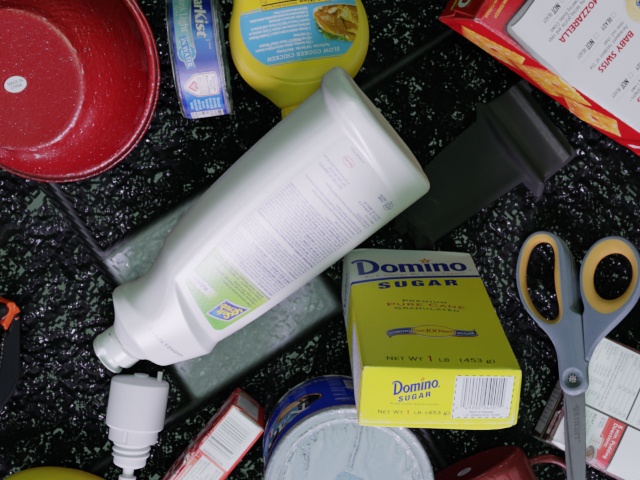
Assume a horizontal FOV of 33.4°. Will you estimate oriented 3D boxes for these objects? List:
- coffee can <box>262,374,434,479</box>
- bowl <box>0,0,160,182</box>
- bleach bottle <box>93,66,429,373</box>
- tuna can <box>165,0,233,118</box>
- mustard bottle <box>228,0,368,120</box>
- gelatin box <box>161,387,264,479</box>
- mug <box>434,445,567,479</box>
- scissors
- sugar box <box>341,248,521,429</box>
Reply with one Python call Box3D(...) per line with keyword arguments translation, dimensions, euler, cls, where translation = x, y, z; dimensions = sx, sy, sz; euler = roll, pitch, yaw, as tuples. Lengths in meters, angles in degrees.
Box3D(translation=(0.013, 0.148, 0.698), dimensions=(0.102, 0.140, 0.103), euler=(0, 91, -3), cls="coffee can")
Box3D(translation=(-0.190, -0.110, 0.702), dimensions=(0.162, 0.055, 0.162), euler=(2, 109, 7), cls="bowl")
Box3D(translation=(-0.055, 0.001, 0.712), dimensions=(0.251, 0.068, 0.102), euler=(-37, 118, 11), cls="bleach bottle")
Box3D(translation=(-0.081, -0.125, 0.717), dimensions=(0.033, 0.086, 0.086), euler=(-7, 91, -1), cls="tuna can")
Box3D(translation=(-0.017, -0.155, 0.733), dimensions=(0.096, 0.058, 0.191), euler=(-9, 91, -4), cls="mustard bottle")
Box3D(translation=(-0.076, 0.147, 0.728), dimensions=(0.030, 0.073, 0.089), euler=(40, 90, -2), cls="gelatin box")
Box3D(translation=(0.128, 0.189, 0.733), dimensions=(0.117, 0.093, 0.081), euler=(-24, 87, -6), cls="mug")
Box3D(translation=(0.190, 0.083, 0.728), dimensions=(0.096, 0.016, 0.202), euler=(-20, 69, 20), cls="scissors")
Box3D(translation=(0.064, 0.056, 0.682), dimensions=(0.093, 0.176, 0.048), euler=(2, 114, -4), cls="sugar box")
